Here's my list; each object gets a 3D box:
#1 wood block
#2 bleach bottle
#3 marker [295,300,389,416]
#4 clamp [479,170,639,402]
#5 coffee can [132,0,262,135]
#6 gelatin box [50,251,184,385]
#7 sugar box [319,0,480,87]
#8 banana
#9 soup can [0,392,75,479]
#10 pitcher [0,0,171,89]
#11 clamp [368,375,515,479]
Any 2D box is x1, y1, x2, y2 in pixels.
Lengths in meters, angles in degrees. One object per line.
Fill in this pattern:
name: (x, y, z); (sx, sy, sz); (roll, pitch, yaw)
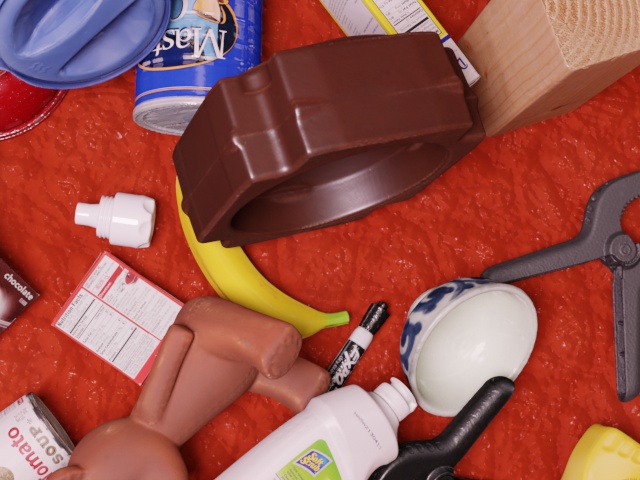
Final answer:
wood block: (0.184, -0.157, 0.842); (0.090, 0.206, 0.090); (-18, 85, -10)
bleach bottle: (-0.025, 0.197, 0.780); (0.250, 0.068, 0.102); (-39, 107, -17)
marker: (0.020, 0.102, 0.880); (0.020, 0.020, 0.121); (35, 79, -2)
clamp: (0.259, 0.021, 0.913); (0.164, 0.036, 0.210); (45, 79, 1)
coffee can: (-0.097, -0.163, 0.860); (0.102, 0.103, 0.140); (1, 82, -7)
gelatin box: (-0.159, 0.062, 0.858); (0.089, 0.030, 0.073); (34, 81, -1)
sugar box: (0.055, -0.181, 0.887); (0.048, 0.093, 0.176); (-40, 89, -11)
banana: (-0.065, 0.015, 0.875); (0.198, 0.037, 0.069); (49, 61, 0)
soup can: (-0.244, 0.172, 0.813); (0.102, 0.068, 0.068); (-36, 88, -11)
pitcher: (-0.203, -0.249, 0.815); (0.148, 0.145, 0.243); (1, 53, -41)
clamp: (0.099, 0.195, 0.849); (0.171, 0.039, 0.120); (-28, 105, -13)
